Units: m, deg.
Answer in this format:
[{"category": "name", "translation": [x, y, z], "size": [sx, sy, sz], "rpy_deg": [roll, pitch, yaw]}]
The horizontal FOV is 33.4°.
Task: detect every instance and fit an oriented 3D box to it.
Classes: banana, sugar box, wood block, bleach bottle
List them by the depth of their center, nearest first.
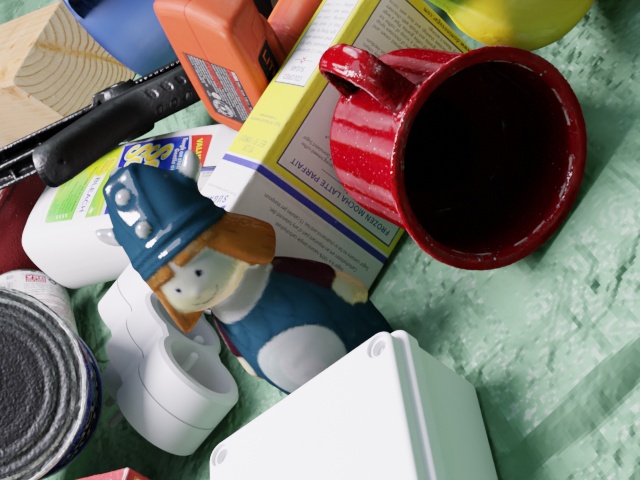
[{"category": "banana", "translation": [0.108, -0.139, 0.496], "size": [0.037, 0.069, 0.197], "rpy_deg": [-11, 29, 41]}, {"category": "sugar box", "translation": [0.006, -0.036, 0.524], "size": [0.176, 0.093, 0.048], "rpy_deg": [-56, 31, -4]}, {"category": "bleach bottle", "translation": [-0.083, -0.033, 0.669], "size": [0.251, 0.068, 0.102], "rpy_deg": [-12, 42, 43]}, {"category": "wood block", "translation": [-0.266, -0.147, 0.988], "size": [0.207, 0.090, 0.090], "rpy_deg": [1, 60, 53]}]

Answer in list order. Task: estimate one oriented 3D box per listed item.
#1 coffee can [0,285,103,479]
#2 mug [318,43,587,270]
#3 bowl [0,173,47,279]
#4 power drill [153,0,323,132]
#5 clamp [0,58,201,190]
[{"category": "coffee can", "translation": [-0.172, 0.083, 0.574], "size": [0.102, 0.103, 0.140], "rpy_deg": [-62, 3, -13]}, {"category": "mug", "translation": [0.046, -0.047, 0.465], "size": [0.093, 0.117, 0.082], "rpy_deg": [-59, 27, 0]}, {"category": "bowl", "translation": [-0.230, 0.008, 0.803], "size": [0.162, 0.055, 0.162], "rpy_deg": [-56, 16, 24]}, {"category": "power drill", "translation": [-0.002, -0.157, 0.554], "size": [0.057, 0.184, 0.187], "rpy_deg": [25, 68, 32]}, {"category": "clamp", "translation": [-0.138, -0.081, 0.701], "size": [0.165, 0.036, 0.209], "rpy_deg": [-6, 25, 47]}]
